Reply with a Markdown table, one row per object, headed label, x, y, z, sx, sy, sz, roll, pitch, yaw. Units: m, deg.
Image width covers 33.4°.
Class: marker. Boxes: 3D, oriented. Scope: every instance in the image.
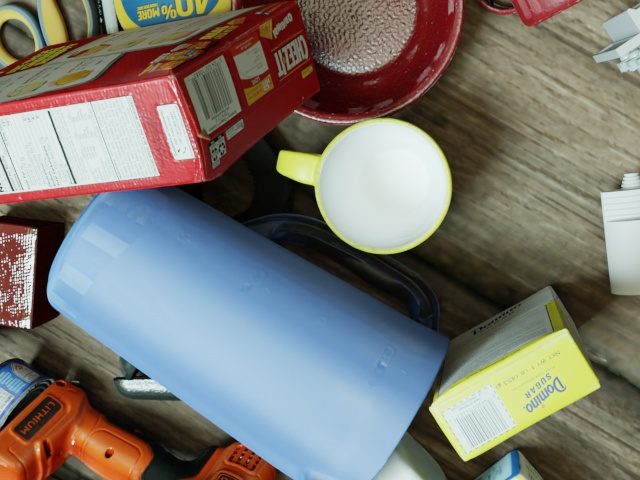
| label | x | y | z | sx | sy | sz | roll | pitch | yaw |
| --- | --- | --- | --- | --- | --- | --- | --- | --- | --- |
| marker | -0.156 | -0.171 | 0.794 | 0.020 | 0.020 | 0.121 | -7 | 94 | 10 |

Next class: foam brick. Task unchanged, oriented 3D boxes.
| label | x | y | z | sx | sy | sz | roll | pitch | yaw |
| --- | --- | --- | --- | --- | --- | --- | --- | --- | --- |
| foam brick | -0.230 | 0.023 | 0.810 | 0.051 | 0.053 | 0.078 | 6 | 95 | 9 |

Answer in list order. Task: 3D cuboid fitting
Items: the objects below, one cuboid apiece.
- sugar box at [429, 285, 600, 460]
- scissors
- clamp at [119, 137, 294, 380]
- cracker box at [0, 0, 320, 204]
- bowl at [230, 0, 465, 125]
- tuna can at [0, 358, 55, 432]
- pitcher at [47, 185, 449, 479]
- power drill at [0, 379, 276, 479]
| label | x | y | z | sx | sy | sz | roll | pitch | yaw |
| --- | --- | --- | --- | --- | --- | --- | --- | --- | --- |
| sugar box | 0.124 | 0.080 | 0.690 | 0.093 | 0.176 | 0.048 | -31 | 88 | 12 |
| scissors | -0.199 | -0.102 | 0.811 | 0.096 | 0.016 | 0.202 | -5 | 95 | 12 |
| clamp | -0.055 | 0.001 | 0.771 | 0.164 | 0.036 | 0.210 | 4 | 84 | -2 |
| cracker box | -0.130 | -0.085 | 0.679 | 0.214 | 0.164 | 0.072 | -5 | 114 | 27 |
| bowl | 0.021 | -0.161 | 0.746 | 0.162 | 0.055 | 0.162 | 1 | 96 | 10 |
| tuna can | -0.239 | 0.132 | 0.805 | 0.034 | 0.086 | 0.086 | 31 | 100 | 8 |
| pitcher | -0.044 | 0.051 | 0.695 | 0.243 | 0.149 | 0.145 | 32 | 102 | 3 |
| power drill | -0.145 | 0.185 | 0.756 | 0.188 | 0.184 | 0.057 | 22 | 123 | 13 |
